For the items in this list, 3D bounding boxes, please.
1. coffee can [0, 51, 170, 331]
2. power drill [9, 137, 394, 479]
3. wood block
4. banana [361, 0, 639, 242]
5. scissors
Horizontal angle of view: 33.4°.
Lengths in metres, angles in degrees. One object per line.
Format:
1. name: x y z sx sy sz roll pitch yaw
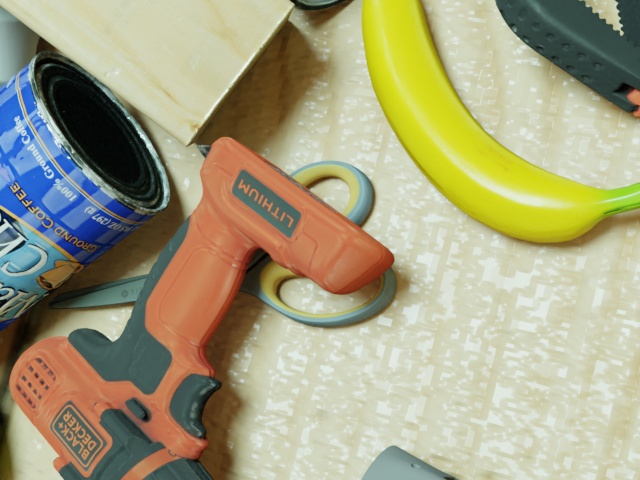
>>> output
1. coffee can: -0.166 -0.017 0.569 0.140 0.102 0.103 -35 67 15
2. power drill: -0.050 0.059 0.511 0.185 0.057 0.188 39 94 29
3. wood block: -0.123 -0.146 0.545 0.206 0.091 0.090 37 93 -7
4. banana: 0.071 -0.062 0.530 0.069 0.037 0.198 -41 66 -1
5. scissors: -0.054 0.001 0.574 0.202 0.016 0.096 5 77 23
